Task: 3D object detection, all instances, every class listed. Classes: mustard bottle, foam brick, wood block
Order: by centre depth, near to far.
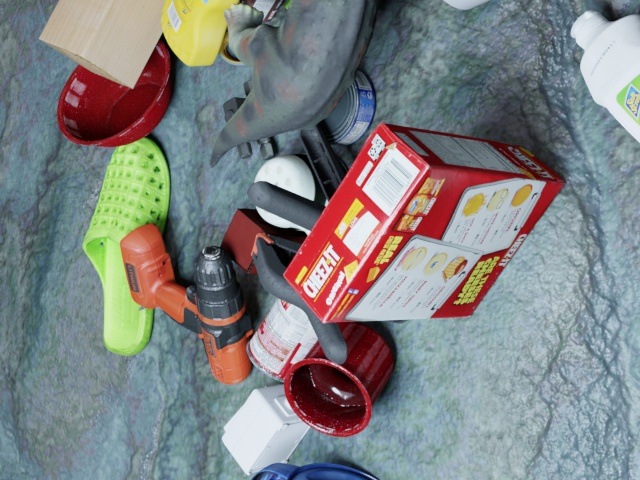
[{"bbox_3d":[-0.118,-0.283,1.143,0.192,0.058,0.096,-57,48,50],"label":"mustard bottle"},{"bbox_3d":[-0.057,0.001,1.143,0.053,0.078,0.051,39,112,33],"label":"foam brick"},{"bbox_3d":[-0.224,-0.294,1.233,0.090,0.090,0.206,26,88,38],"label":"wood block"}]

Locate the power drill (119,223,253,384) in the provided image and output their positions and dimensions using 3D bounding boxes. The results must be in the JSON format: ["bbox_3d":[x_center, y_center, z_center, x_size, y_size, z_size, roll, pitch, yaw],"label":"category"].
[{"bbox_3d":[-0.151,0.054,1.196,0.188,0.057,0.184,34,141,39],"label":"power drill"}]

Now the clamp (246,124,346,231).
[{"bbox_3d":[0.023,-0.012,1.028,0.210,0.164,0.036,49,123,-2],"label":"clamp"}]

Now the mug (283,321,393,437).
[{"bbox_3d":[0.017,0.141,1.064,0.093,0.081,0.117,35,129,4],"label":"mug"}]

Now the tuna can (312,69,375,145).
[{"bbox_3d":[0.015,-0.141,1.108,0.086,0.033,0.086,1,91,40],"label":"tuna can"}]

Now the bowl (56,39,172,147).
[{"bbox_3d":[-0.236,-0.169,1.283,0.162,0.055,0.162,-15,55,22],"label":"bowl"}]

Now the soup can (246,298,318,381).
[{"bbox_3d":[-0.025,0.090,1.122,0.069,0.068,0.102,48,119,29],"label":"soup can"}]

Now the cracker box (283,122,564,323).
[{"bbox_3d":[0.093,-0.011,0.926,0.072,0.213,0.164,48,119,31],"label":"cracker box"}]

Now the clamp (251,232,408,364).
[{"bbox_3d":[0.005,0.048,1.060,0.172,0.120,0.039,45,126,28],"label":"clamp"}]
